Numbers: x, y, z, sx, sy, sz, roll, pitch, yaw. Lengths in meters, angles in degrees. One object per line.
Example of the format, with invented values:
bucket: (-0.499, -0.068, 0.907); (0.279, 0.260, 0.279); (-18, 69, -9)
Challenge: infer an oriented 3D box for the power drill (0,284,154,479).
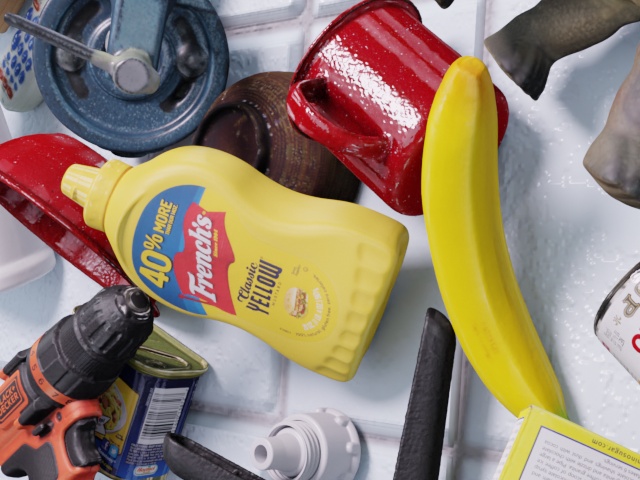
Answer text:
power drill: (-0.133, 0.140, 0.631); (0.185, 0.057, 0.188); (-42, 60, 36)

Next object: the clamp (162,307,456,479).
clamp: (0.020, 0.157, 0.543); (0.164, 0.036, 0.210); (-20, 86, 9)

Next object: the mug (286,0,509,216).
mug: (0.035, -0.066, 0.548); (0.082, 0.117, 0.093); (46, 126, 29)

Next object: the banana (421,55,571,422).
banana: (0.083, 0.010, 0.509); (0.070, 0.037, 0.198); (-5, 109, 51)

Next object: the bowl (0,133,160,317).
bowl: (-0.153, -0.020, 0.697); (0.162, 0.162, 0.055); (27, 72, 39)

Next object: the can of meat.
can of meat: (-0.131, 0.101, 0.704); (0.102, 0.057, 0.084); (28, 104, 39)

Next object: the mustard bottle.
mustard bottle: (-0.054, 0.001, 0.588); (0.192, 0.058, 0.096); (23, 123, 8)
